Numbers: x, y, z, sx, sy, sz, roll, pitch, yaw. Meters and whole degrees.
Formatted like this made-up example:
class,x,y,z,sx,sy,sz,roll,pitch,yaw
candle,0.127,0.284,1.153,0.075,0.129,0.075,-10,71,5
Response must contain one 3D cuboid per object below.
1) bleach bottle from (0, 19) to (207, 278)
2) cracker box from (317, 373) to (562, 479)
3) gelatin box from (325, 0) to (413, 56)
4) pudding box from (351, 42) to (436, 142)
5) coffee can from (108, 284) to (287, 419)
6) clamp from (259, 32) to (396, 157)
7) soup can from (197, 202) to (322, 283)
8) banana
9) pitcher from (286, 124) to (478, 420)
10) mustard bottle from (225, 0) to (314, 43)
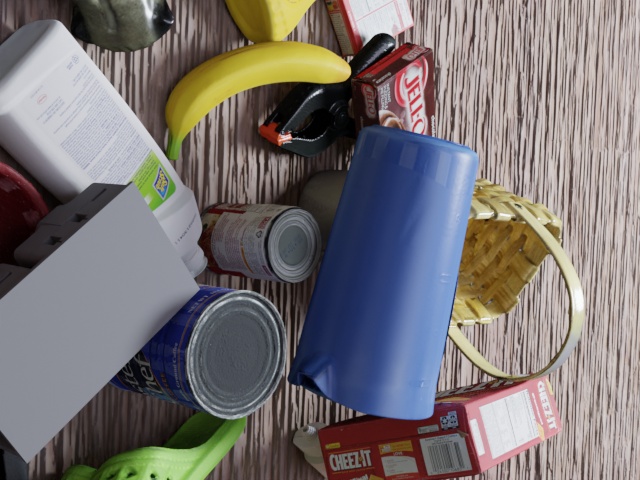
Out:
class,x,y,z,sx,sy,sz,roll,pitch,yaw
bleach bottle,-0.176,-0.053,0.868,0.102,0.068,0.250,-55,129,-25
cracker box,0.124,0.190,1.070,0.213,0.164,0.072,-4,79,-58
gelatin box,0.050,-0.237,1.087,0.089,0.030,0.073,-35,117,-33
pudding box,0.075,-0.128,1.061,0.089,0.039,0.113,-38,139,-33
coffee can,-0.112,0.085,0.885,0.102,0.141,0.103,-5,97,-43
clamp,0.014,-0.122,1.054,0.171,0.039,0.120,-32,130,-27
soup can,-0.056,0.001,0.958,0.068,0.102,0.068,-5,97,-44
banana,-0.063,-0.143,0.961,0.197,0.037,0.069,-27,130,-18
pitcher,0.067,0.028,0.947,0.145,0.149,0.243,13,94,-4
mustard bottle,-0.012,-0.273,1.005,0.191,0.058,0.096,-47,133,-31
